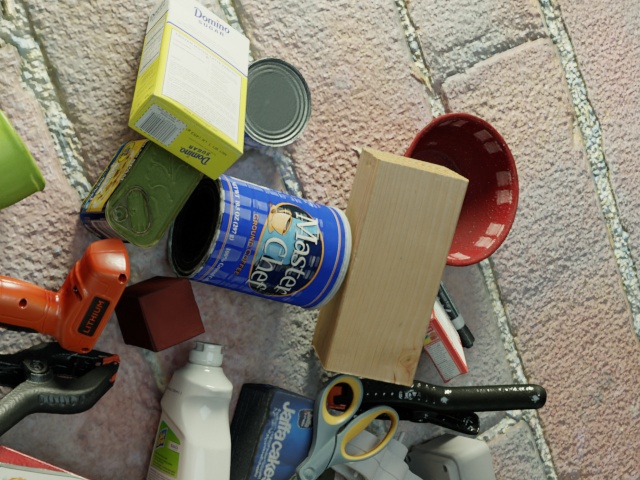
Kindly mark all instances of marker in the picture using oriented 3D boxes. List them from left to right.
[{"bbox_3d":[0.136,0.068,1.162,0.020,0.020,0.121,-39,110,-25],"label":"marker"}]

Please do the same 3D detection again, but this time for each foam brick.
[{"bbox_3d":[-0.147,0.064,0.956,0.051,0.078,0.053,-20,101,-28],"label":"foam brick"}]

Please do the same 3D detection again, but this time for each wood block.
[{"bbox_3d":[0.064,0.024,1.036,0.090,0.090,0.206,12,100,-12],"label":"wood block"}]

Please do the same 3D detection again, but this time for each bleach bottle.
[{"bbox_3d":[-0.118,0.218,0.961,0.068,0.103,0.251,12,86,-36],"label":"bleach bottle"}]

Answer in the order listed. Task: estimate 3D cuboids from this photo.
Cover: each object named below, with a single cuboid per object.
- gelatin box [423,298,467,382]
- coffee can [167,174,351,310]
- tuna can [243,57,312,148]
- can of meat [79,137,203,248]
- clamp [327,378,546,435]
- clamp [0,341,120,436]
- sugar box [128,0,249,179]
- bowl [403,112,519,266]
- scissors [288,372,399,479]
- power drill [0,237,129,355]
[{"bbox_3d":[0.120,0.095,1.116,0.030,0.089,0.073,-28,110,11],"label":"gelatin box"},{"bbox_3d":[-0.057,0.001,0.995,0.140,0.103,0.103,16,83,-30],"label":"coffee can"},{"bbox_3d":[-0.053,-0.133,1.035,0.086,0.034,0.086,-1,91,-31],"label":"tuna can"},{"bbox_3d":[-0.161,-0.044,0.942,0.057,0.084,0.102,39,71,-26],"label":"can of meat"},{"bbox_3d":[0.106,0.171,1.103,0.210,0.165,0.036,5,67,-9],"label":"clamp"},{"bbox_3d":[-0.242,0.125,0.887,0.171,0.120,0.039,0,130,-33],"label":"clamp"},{"bbox_3d":[-0.112,-0.141,0.937,0.093,0.048,0.176,33,32,-27],"label":"sugar box"},{"bbox_3d":[0.134,-0.053,1.137,0.161,0.055,0.162,-1,91,-31],"label":"bowl"},{"bbox_3d":[-0.015,0.198,1.001,0.201,0.016,0.096,-27,95,-22],"label":"scissors"},{"bbox_3d":[-0.253,0.020,0.852,0.187,0.057,0.185,13,128,-29],"label":"power drill"}]
